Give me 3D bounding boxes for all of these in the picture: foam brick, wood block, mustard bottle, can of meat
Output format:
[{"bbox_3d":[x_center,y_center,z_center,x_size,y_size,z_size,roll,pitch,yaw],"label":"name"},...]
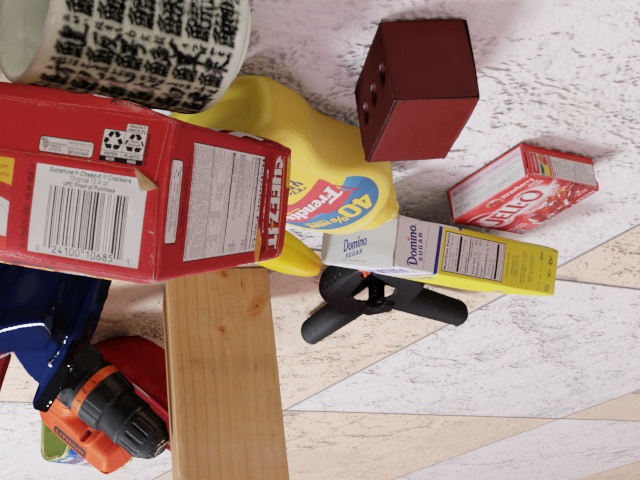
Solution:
[{"bbox_3d":[0.055,-0.086,0.623,0.051,0.053,0.078,-2,157,-11],"label":"foam brick"},{"bbox_3d":[-0.085,0.136,0.916,0.090,0.206,0.091,-2,157,-12],"label":"wood block"},{"bbox_3d":[-0.009,-0.045,0.697,0.096,0.058,0.191,-24,153,32],"label":"mustard bottle"},{"bbox_3d":[-0.250,0.192,1.144,0.058,0.102,0.083,-25,150,37],"label":"can of meat"}]

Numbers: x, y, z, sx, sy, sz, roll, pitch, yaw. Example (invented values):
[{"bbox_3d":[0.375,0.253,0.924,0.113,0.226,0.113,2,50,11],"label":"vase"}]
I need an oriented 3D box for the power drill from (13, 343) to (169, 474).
[{"bbox_3d":[-0.207,0.152,0.975,0.057,0.184,0.188,-43,164,-25],"label":"power drill"}]

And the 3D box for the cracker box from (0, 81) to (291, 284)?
[{"bbox_3d":[-0.116,-0.031,0.510,0.164,0.072,0.213,8,-176,10],"label":"cracker box"}]

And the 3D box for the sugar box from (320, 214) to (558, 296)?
[{"bbox_3d":[0.096,0.013,0.850,0.175,0.048,0.094,7,176,-35],"label":"sugar box"}]

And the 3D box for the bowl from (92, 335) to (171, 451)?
[{"bbox_3d":[-0.168,0.144,1.049,0.162,0.055,0.162,32,155,17],"label":"bowl"}]

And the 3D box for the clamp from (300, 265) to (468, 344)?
[{"bbox_3d":[0.060,0.048,0.969,0.164,0.036,0.210,-6,157,-1],"label":"clamp"}]

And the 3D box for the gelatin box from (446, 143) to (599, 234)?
[{"bbox_3d":[0.150,-0.036,0.801,0.073,0.030,0.089,8,153,-32],"label":"gelatin box"}]
